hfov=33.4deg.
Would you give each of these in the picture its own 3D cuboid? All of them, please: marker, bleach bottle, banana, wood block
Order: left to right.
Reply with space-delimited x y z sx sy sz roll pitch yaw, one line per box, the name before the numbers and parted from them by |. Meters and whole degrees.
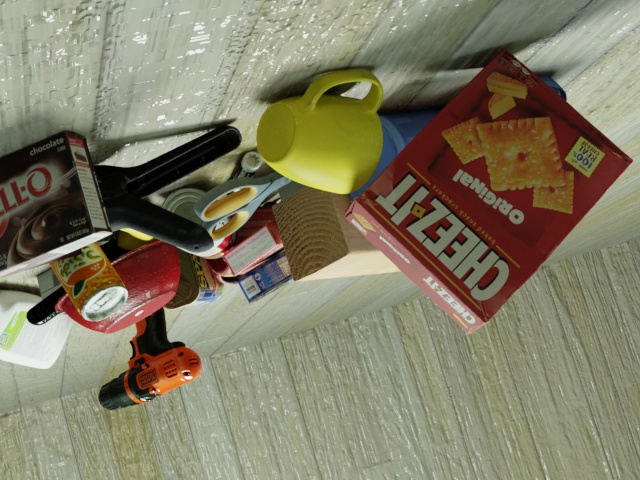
bleach bottle | -0.406 0.103 1.387 0.068 0.102 0.250 18 169 13
banana | -0.209 -0.018 1.173 0.069 0.037 0.198 4 169 4
marker | -0.083 -0.068 1.141 0.020 0.020 0.121 -14 170 -17
wood block | 0.057 -0.015 1.203 0.205 0.091 0.090 -3 161 -47

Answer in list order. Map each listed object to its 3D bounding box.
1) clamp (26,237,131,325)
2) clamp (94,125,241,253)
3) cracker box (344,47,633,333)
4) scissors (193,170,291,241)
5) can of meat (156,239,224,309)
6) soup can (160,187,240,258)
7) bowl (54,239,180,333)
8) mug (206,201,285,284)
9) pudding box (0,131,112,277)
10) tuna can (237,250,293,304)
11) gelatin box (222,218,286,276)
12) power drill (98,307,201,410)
clamp | -0.276 0.045 1.279 0.171 0.039 0.120 -3 134 -53
clamp | -0.173 -0.032 0.931 0.210 0.164 0.036 -11 127 7
cracker box | 0.155 -0.048 0.986 0.213 0.164 0.072 -46 175 -14
scissors | -0.052 -0.052 1.130 0.201 0.016 0.096 -22 153 -36
can of meat | -0.168 0.033 1.332 0.057 0.102 0.083 -19 172 16
soup can | -0.134 -0.019 1.190 0.068 0.068 0.102 -18 170 7
bowl | -0.219 0.060 1.220 0.162 0.055 0.162 -31 172 -5
mug | -0.096 0.009 1.320 0.081 0.093 0.117 -5 136 -34
pudding box | -0.238 -0.028 0.887 0.114 0.090 0.039 -20 172 14
tuna can | -0.054 0.039 1.248 0.086 0.034 0.086 -30 178 -2
gelatin box | -0.058 0.002 1.214 0.089 0.030 0.073 -35 175 41
power drill | -0.257 0.130 1.469 0.185 0.188 0.057 -24 170 31
